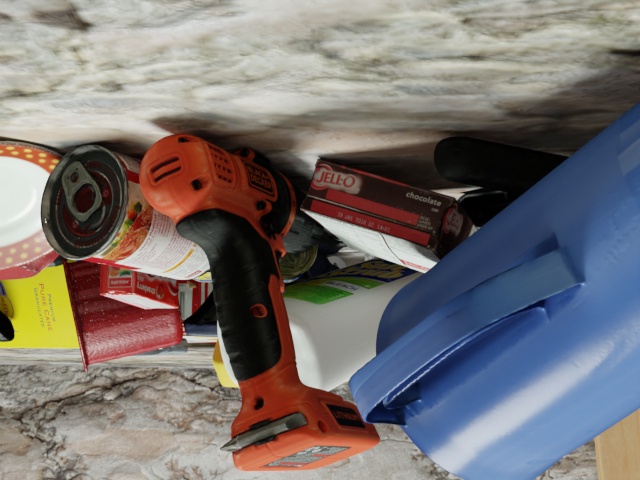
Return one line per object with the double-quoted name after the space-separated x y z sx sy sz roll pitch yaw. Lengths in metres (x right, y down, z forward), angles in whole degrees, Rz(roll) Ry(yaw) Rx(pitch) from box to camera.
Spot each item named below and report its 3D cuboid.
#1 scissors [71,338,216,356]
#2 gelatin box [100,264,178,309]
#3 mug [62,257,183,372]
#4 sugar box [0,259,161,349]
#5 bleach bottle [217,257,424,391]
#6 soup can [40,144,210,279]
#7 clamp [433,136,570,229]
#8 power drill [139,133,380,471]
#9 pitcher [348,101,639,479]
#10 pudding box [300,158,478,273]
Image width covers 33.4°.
-0.161 0.103 1.054 0.096 0.016 0.201 2 178 31 "scissors"
-0.128 0.009 0.775 0.030 0.073 0.089 -2 169 13 "gelatin box"
-0.160 0.041 0.859 0.081 0.117 0.093 -12 147 -13 "mug"
-0.226 0.049 0.943 0.176 0.093 0.048 0 -151 9 "sugar box"
0.047 0.044 0.808 0.103 0.068 0.250 4 -161 44 "bleach bottle"
-0.111 -0.015 0.658 0.069 0.068 0.102 -5 168 31 "soup can"
0.168 -0.030 0.627 0.210 0.036 0.164 1 171 19 "clamp"
-0.026 0.038 0.625 0.057 0.188 0.184 -26 161 19 "power drill"
0.129 0.026 0.528 0.145 0.149 0.243 31 141 -7 "pitcher"
0.048 -0.010 0.675 0.090 0.039 0.113 19 172 21 "pudding box"
